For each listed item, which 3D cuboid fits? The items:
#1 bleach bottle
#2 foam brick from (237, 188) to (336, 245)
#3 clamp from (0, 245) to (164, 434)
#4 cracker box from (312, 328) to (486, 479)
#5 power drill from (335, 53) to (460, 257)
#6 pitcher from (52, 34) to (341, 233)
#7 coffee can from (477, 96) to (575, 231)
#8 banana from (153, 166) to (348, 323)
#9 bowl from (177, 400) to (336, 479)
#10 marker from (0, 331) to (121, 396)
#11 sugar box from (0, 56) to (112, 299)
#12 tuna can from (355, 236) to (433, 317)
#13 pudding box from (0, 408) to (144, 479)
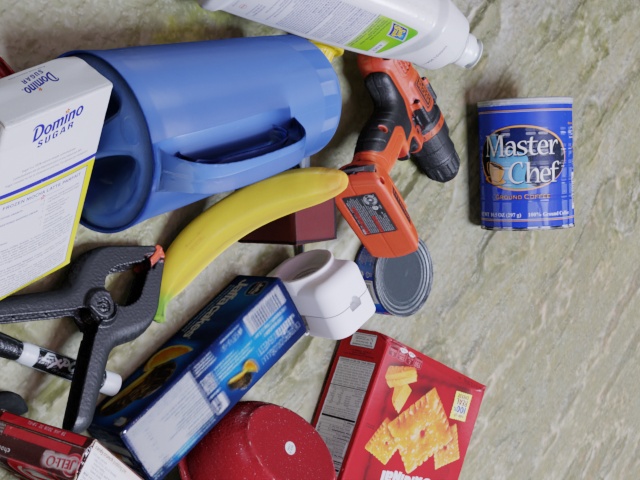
[{"bbox_3d":[0.027,-0.200,0.920,0.250,0.103,0.068,17,67,-27],"label":"bleach bottle"},{"bbox_3d":[-0.030,-0.024,0.949,0.052,0.078,0.051,-9,97,-44],"label":"foam brick"},{"bbox_3d":[-0.174,0.066,0.828,0.171,0.039,0.120,-36,103,-42],"label":"clamp"},{"bbox_3d":[0.066,0.214,1.052,0.164,0.072,0.213,30,72,-39],"label":"cracker box"},{"bbox_3d":[0.076,-0.076,1.031,0.184,0.057,0.187,53,39,-36],"label":"power drill"},{"bbox_3d":[-0.086,-0.093,0.841,0.242,0.145,0.149,-22,80,-47],"label":"pitcher"},{"bbox_3d":[0.224,-0.084,1.164,0.102,0.103,0.140,-7,97,-42],"label":"coffee can"},{"bbox_3d":[-0.068,-0.009,0.890,0.198,0.070,0.037,-38,147,5],"label":"banana"},{"bbox_3d":[-0.040,0.192,0.902,0.162,0.055,0.162,32,29,-21],"label":"bowl"},{"bbox_3d":[-0.208,0.096,0.829,0.121,0.020,0.020,29,73,-40],"label":"marker"},{"bbox_3d":[-0.205,-0.038,0.733,0.093,0.048,0.176,-33,154,-45],"label":"sugar box"},{"bbox_3d":[0.074,0.034,1.077,0.085,0.034,0.086,-2,93,-43],"label":"tuna can"},{"bbox_3d":[-0.183,0.171,0.787,0.039,0.090,0.113,-66,151,-23],"label":"pudding box"}]
